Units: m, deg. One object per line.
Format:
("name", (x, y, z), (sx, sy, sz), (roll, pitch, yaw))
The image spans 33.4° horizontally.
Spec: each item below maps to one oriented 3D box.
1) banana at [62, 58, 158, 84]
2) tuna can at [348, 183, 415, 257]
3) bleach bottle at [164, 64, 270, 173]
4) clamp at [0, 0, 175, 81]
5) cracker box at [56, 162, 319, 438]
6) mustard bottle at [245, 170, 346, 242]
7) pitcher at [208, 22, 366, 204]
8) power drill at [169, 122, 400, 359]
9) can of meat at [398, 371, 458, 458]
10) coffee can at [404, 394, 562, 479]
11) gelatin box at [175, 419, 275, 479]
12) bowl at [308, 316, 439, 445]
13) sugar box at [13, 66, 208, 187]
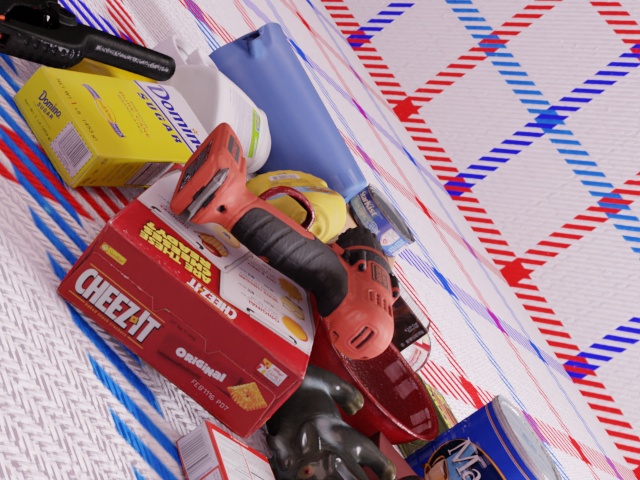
("banana", (-0.196, -0.157, 1.033), (0.070, 0.037, 0.197), (57, 13, 14))
("tuna can", (0.070, -0.022, 1.230), (0.086, 0.034, 0.086), (49, 13, -15))
("bleach bottle", (-0.103, -0.114, 1.169), (0.250, 0.068, 0.102), (28, 70, -76))
("clamp", (-0.220, -0.179, 0.920), (0.164, 0.036, 0.209), (33, 20, 2))
("cracker box", (-0.084, 0.035, 0.790), (0.164, 0.072, 0.213), (39, 15, -6))
("mustard bottle", (-0.025, -0.030, 1.095), (0.192, 0.096, 0.058), (-135, -138, -73))
("pitcher", (-0.049, -0.139, 1.355), (0.243, 0.145, 0.149), (58, 25, 5))
("power drill", (-0.020, -0.007, 0.810), (0.187, 0.057, 0.184), (38, 16, -13))
("can of meat", (0.115, 0.200, 1.160), (0.083, 0.057, 0.102), (39, 19, -57))
("coffee can", (0.135, 0.222, 0.976), (0.102, 0.140, 0.103), (50, 13, -16))
("gelatin box", (-0.052, 0.169, 0.689), (0.073, 0.030, 0.089), (43, 15, -45))
("bowl", (0.037, 0.131, 0.979), (0.162, 0.055, 0.162), (44, 16, -16))
("sugar box", (-0.161, -0.090, 0.887), (0.093, 0.048, 0.175), (56, 27, 14))
